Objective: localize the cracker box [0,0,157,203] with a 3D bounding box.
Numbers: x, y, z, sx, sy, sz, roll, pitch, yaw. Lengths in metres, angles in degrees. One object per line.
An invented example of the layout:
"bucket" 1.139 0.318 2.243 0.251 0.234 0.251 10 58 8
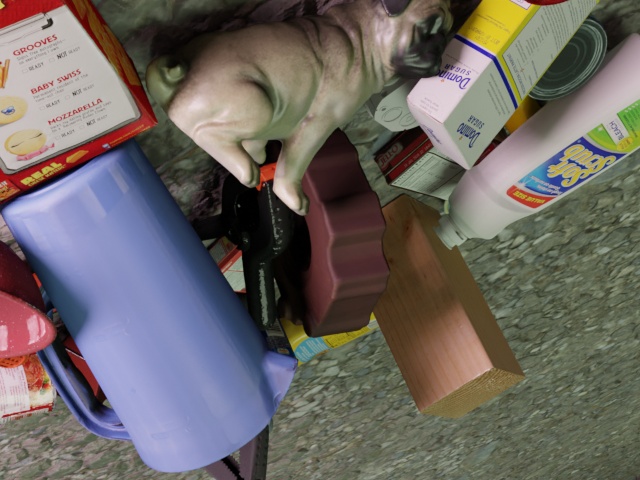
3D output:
"cracker box" -0.215 -0.107 0.636 0.164 0.072 0.213 -26 153 2

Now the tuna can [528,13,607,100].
"tuna can" 0.200 -0.163 0.911 0.086 0.034 0.086 -15 139 -14

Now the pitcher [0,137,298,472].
"pitcher" -0.141 0.048 0.801 0.149 0.145 0.243 -38 116 -22

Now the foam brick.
"foam brick" -0.225 0.121 1.043 0.053 0.051 0.078 -57 172 -46

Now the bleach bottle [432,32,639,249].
"bleach bottle" 0.214 -0.076 0.984 0.251 0.068 0.102 -39 141 13

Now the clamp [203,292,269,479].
"clamp" -0.099 0.166 1.113 0.165 0.210 0.036 -45 147 23

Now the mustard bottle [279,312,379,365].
"mustard bottle" -0.002 0.100 1.225 0.191 0.058 0.096 -27 160 4

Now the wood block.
"wood block" 0.112 0.068 1.094 0.090 0.206 0.090 -36 152 21

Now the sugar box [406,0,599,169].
"sugar box" 0.143 -0.149 0.825 0.176 0.048 0.093 -50 152 -1

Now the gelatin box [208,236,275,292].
"gelatin box" -0.069 0.018 1.046 0.089 0.030 0.073 7 139 -48

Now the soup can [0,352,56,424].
"soup can" -0.312 0.143 1.025 0.102 0.068 0.069 -11 151 -25

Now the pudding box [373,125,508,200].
"pudding box" 0.119 -0.083 1.010 0.090 0.039 0.113 -39 149 28

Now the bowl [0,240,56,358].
"bowl" -0.258 0.030 0.726 0.162 0.055 0.162 3 156 1

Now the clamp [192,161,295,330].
"clamp" -0.056 0.001 0.905 0.039 0.120 0.172 -33 169 -33
